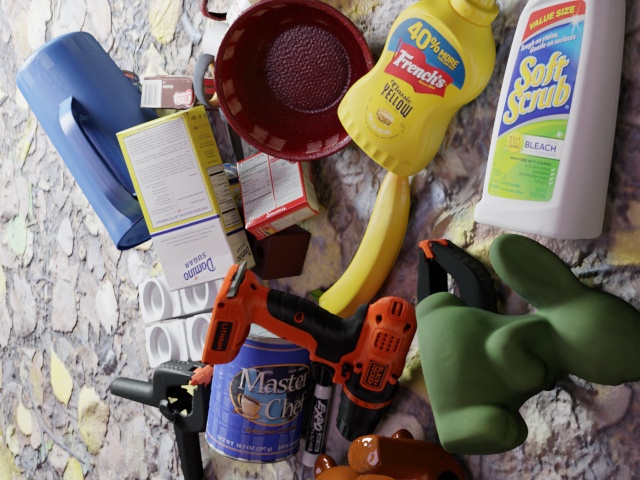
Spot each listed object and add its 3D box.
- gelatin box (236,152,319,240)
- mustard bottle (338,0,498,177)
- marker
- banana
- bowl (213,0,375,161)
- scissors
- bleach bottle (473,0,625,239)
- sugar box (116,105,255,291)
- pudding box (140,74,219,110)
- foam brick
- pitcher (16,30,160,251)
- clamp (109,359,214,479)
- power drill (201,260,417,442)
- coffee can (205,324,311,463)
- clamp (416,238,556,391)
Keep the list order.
[{"bbox_3d":[-0.044,-0.054,1.094,0.073,0.030,0.089,-24,53,19],"label":"gelatin box"},{"bbox_3d":[0.096,-0.151,0.925,0.096,0.058,0.192,48,129,15],"label":"mustard bottle"},{"bbox_3d":[-0.001,0.179,1.112,0.020,0.020,0.121,27,115,46],"label":"marker"},{"bbox_3d":[0.041,0.017,1.030,0.070,0.037,0.198,58,134,28],"label":"banana"},{"bbox_3d":[-0.020,-0.161,1.037,0.162,0.055,0.162,5,113,12],"label":"bowl"},{"bbox_3d":[-0.088,-0.153,1.120,0.016,0.201,0.096,24,79,17],"label":"scissors"},{"bbox_3d":[0.182,-0.131,0.823,0.103,0.067,0.251,15,103,49],"label":"bleach bottle"},{"bbox_3d":[-0.139,-0.042,1.109,0.093,0.048,0.176,-14,99,29],"label":"sugar box"},{"bbox_3d":[-0.134,-0.162,1.186,0.114,0.089,0.039,13,102,50],"label":"pudding box"},{"bbox_3d":[-0.057,0.001,1.138,0.078,0.051,0.053,34,120,44],"label":"foam brick"},{"bbox_3d":[-0.246,-0.119,1.227,0.243,0.144,0.149,54,147,6],"label":"pitcher"},{"bbox_3d":[-0.163,0.203,1.252,0.164,0.036,0.210,52,142,1],"label":"clamp"},{"bbox_3d":[-0.014,0.106,1.008,0.057,0.187,0.185,-73,-1,-51],"label":"power drill"},{"bbox_3d":[-0.063,0.147,1.120,0.103,0.102,0.140,26,114,47],"label":"coffee can"},{"bbox_3d":[0.136,0.073,0.921,0.120,0.039,0.171,-23,78,38],"label":"clamp"}]
